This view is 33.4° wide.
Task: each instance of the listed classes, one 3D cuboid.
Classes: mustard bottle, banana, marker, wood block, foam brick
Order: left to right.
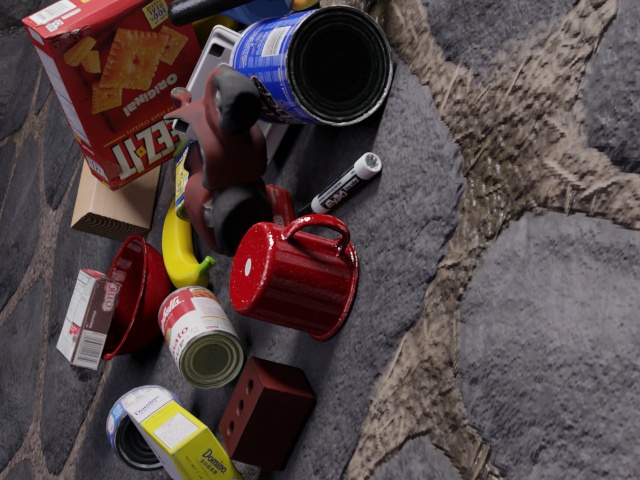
[{"bbox_3d":[-0.278,-0.112,1.497,0.090,0.090,0.206,-27,52,58],"label":"wood block"},{"bbox_3d":[-0.155,0.014,1.240,0.070,0.037,0.198,-55,29,11],"label":"banana"},{"bbox_3d":[-0.130,-0.344,1.371,0.096,0.058,0.191,-38,43,56],"label":"mustard bottle"},{"bbox_3d":[-0.047,0.149,0.918,0.078,0.051,0.053,-66,26,17],"label":"foam brick"},{"bbox_3d":[0.014,-0.043,0.944,0.121,0.020,0.020,-38,43,51],"label":"marker"}]

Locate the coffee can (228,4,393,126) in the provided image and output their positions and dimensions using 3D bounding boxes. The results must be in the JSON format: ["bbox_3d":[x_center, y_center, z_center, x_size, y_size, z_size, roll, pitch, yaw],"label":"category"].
[{"bbox_3d":[-0.012,-0.156,0.966,0.140,0.102,0.103,15,89,65],"label":"coffee can"}]

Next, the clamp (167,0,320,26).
[{"bbox_3d":[-0.033,-0.247,1.011,0.210,0.164,0.036,-16,86,57],"label":"clamp"}]

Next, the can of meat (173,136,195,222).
[{"bbox_3d":[-0.127,-0.078,1.210,0.102,0.057,0.084,-45,40,47],"label":"can of meat"}]

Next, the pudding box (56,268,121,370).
[{"bbox_3d":[-0.288,0.096,1.325,0.090,0.039,0.113,16,87,65],"label":"pudding box"}]

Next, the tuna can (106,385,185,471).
[{"bbox_3d":[-0.179,0.198,1.119,0.034,0.086,0.086,37,109,62],"label":"tuna can"}]

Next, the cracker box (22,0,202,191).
[{"bbox_3d":[-0.215,-0.186,1.211,0.072,0.164,0.213,38,153,46],"label":"cracker box"}]

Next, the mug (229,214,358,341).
[{"bbox_3d":[-0.020,0.024,0.902,0.117,0.081,0.093,-55,31,34],"label":"mug"}]

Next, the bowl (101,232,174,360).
[{"bbox_3d":[-0.223,0.074,1.316,0.162,0.055,0.162,-42,40,48],"label":"bowl"}]

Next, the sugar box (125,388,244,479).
[{"bbox_3d":[-0.122,0.198,0.988,0.048,0.093,0.176,-35,17,-14],"label":"sugar box"}]

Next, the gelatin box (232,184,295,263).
[{"bbox_3d":[-0.057,0.001,1.050,0.089,0.030,0.073,-54,32,37],"label":"gelatin box"}]

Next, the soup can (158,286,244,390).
[{"bbox_3d":[-0.121,0.098,1.082,0.068,0.068,0.102,-67,27,15],"label":"soup can"}]
